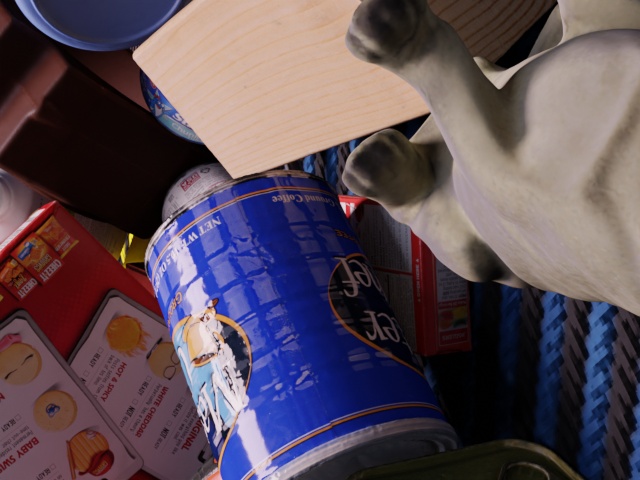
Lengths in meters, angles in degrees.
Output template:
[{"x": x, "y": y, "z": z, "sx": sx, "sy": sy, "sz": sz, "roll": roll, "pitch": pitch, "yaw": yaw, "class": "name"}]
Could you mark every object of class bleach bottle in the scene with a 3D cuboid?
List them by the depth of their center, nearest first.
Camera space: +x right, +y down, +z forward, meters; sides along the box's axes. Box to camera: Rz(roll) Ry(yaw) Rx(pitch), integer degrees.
[{"x": -0.206, "y": -0.030, "z": 0.801, "sx": 0.251, "sy": 0.068, "sz": 0.102, "roll": 36, "pitch": -116, "yaw": -84, "class": "bleach bottle"}]

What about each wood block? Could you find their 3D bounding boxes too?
[{"x": 0.002, "y": -0.100, "z": 0.490, "sx": 0.091, "sy": 0.090, "sz": 0.206, "roll": 51, "pitch": 157, "yaw": -13, "class": "wood block"}]

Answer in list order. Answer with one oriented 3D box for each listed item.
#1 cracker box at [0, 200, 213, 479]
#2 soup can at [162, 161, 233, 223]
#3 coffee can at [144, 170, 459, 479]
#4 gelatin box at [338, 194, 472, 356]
[{"x": -0.155, "y": 0.108, "z": 0.679, "sx": 0.213, "sy": 0.164, "sz": 0.072, "roll": 47, "pitch": 159, "yaw": -14, "class": "cracker box"}, {"x": -0.054, "y": 0.001, "z": 0.674, "sx": 0.102, "sy": 0.068, "sz": 0.068, "roll": 50, "pitch": 136, "yaw": 51, "class": "soup can"}, {"x": -0.012, "y": 0.053, "z": 0.491, "sx": 0.140, "sy": 0.102, "sz": 0.103, "roll": 65, "pitch": 147, "yaw": 30, "class": "coffee can"}, {"x": 0.039, "y": 0.014, "z": 0.532, "sx": 0.089, "sy": 0.030, "sz": 0.073, "roll": 8, "pitch": 102, "yaw": 63, "class": "gelatin box"}]
